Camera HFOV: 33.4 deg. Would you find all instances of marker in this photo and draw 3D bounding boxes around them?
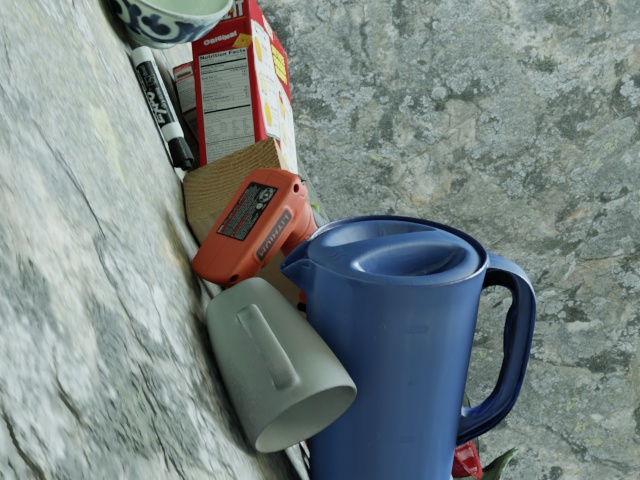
[{"bbox_3d":[-0.139,-0.116,0.941,0.020,0.020,0.121,53,13,-75],"label":"marker"}]

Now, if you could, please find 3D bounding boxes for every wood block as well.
[{"bbox_3d":[-0.037,0.026,0.951,0.091,0.090,0.206,-108,174,-58],"label":"wood block"}]

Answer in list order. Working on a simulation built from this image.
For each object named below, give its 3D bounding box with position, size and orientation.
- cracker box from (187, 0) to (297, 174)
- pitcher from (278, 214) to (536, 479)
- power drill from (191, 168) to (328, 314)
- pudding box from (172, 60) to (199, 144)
[{"bbox_3d":[-0.075,-0.119,1.075,0.164,0.072,0.214,50,32,-72],"label":"cracker box"},{"bbox_3d":[0.060,0.111,0.811,0.149,0.144,0.243,22,-60,40],"label":"pitcher"},{"bbox_3d":[-0.018,0.046,0.855,0.057,0.184,0.187,14,-23,44],"label":"power drill"},{"bbox_3d":[-0.121,-0.132,1.182,0.113,0.039,0.090,65,4,-46],"label":"pudding box"}]
